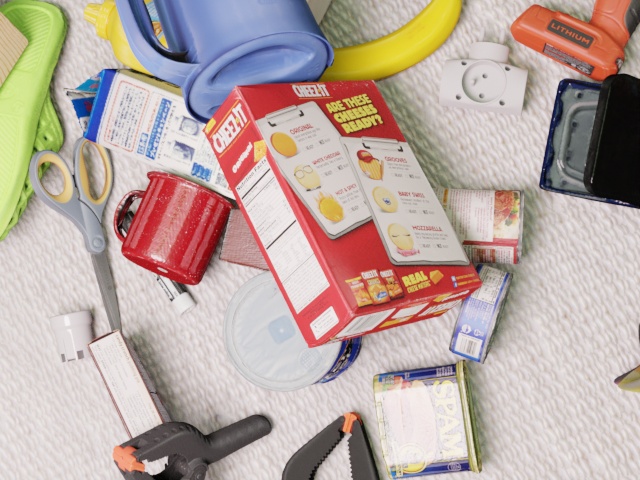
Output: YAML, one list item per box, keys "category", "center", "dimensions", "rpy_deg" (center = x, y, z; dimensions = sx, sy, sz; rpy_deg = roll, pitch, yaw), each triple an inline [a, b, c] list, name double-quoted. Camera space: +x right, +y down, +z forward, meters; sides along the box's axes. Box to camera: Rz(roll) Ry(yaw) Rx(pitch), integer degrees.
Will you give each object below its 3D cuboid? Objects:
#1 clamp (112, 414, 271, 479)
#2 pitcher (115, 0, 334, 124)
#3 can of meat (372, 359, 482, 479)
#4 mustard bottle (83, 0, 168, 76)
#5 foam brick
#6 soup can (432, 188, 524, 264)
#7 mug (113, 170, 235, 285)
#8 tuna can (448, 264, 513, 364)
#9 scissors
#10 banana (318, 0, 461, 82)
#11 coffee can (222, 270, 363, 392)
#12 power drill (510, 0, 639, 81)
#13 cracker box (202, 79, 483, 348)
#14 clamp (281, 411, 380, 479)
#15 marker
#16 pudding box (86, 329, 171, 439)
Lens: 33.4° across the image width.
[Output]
- category: "clamp"
  center: [-0.120, 0.214, 0.962]
  dimensions: [0.039, 0.171, 0.120]
  rpy_deg: [14, 92, 43]
- category: "pitcher"
  center: [-0.099, -0.230, 0.925]
  dimensions: [0.145, 0.149, 0.243]
  rpy_deg: [-25, 69, 6]
- category: "can of meat"
  center: [0.097, 0.164, 0.970]
  dimensions: [0.084, 0.057, 0.102]
  rpy_deg: [-9, 83, 12]
- category: "mustard bottle"
  center: [-0.142, -0.192, 1.030]
  dimensions: [0.192, 0.058, 0.096]
  rpy_deg: [22, 44, 12]
- category: "foam brick"
  center: [-0.057, 0.001, 1.002]
  dimensions: [0.053, 0.078, 0.051]
  rpy_deg: [13, 89, 12]
- category: "soup can"
  center: [0.133, -0.014, 0.973]
  dimensions: [0.102, 0.068, 0.068]
  rpy_deg: [2, 85, 11]
- category: "mug"
  center: [-0.146, -0.012, 1.007]
  dimensions: [0.117, 0.093, 0.081]
  rpy_deg: [17, 78, 23]
- category: "tuna can"
  center: [0.144, 0.065, 0.955]
  dimensions: [0.034, 0.086, 0.086]
  rpy_deg: [18, 88, 13]
- category: "scissors"
  center: [-0.237, -0.005, 1.038]
  dimensions: [0.016, 0.096, 0.202]
  rpy_deg: [-10, 79, 48]
- category: "banana"
  center: [0.057, -0.188, 1.014]
  dimensions: [0.198, 0.037, 0.069]
  rpy_deg: [-27, 97, 10]
- category: "coffee can"
  center: [-0.021, 0.081, 0.955]
  dimensions: [0.103, 0.140, 0.103]
  rpy_deg: [-1, 85, 10]
- category: "power drill"
  center: [0.252, -0.256, 0.978]
  dimensions: [0.184, 0.057, 0.187]
  rpy_deg: [30, 91, 11]
- category: "cracker box"
  center: [0.018, -0.027, 0.890]
  dimensions: [0.072, 0.163, 0.214]
  rpy_deg: [-43, 67, 41]
- category: "clamp"
  center: [-0.010, 0.260, 0.990]
  dimensions: [0.164, 0.036, 0.210]
  rpy_deg: [9, 85, 11]
- category: "marker"
  center: [-0.163, 0.020, 1.049]
  dimensions: [0.020, 0.020, 0.121]
  rpy_deg: [-37, 80, 5]
- category: "pudding box"
  center: [-0.177, 0.143, 1.002]
  dimensions: [0.039, 0.090, 0.113]
  rpy_deg: [-28, 82, -9]
